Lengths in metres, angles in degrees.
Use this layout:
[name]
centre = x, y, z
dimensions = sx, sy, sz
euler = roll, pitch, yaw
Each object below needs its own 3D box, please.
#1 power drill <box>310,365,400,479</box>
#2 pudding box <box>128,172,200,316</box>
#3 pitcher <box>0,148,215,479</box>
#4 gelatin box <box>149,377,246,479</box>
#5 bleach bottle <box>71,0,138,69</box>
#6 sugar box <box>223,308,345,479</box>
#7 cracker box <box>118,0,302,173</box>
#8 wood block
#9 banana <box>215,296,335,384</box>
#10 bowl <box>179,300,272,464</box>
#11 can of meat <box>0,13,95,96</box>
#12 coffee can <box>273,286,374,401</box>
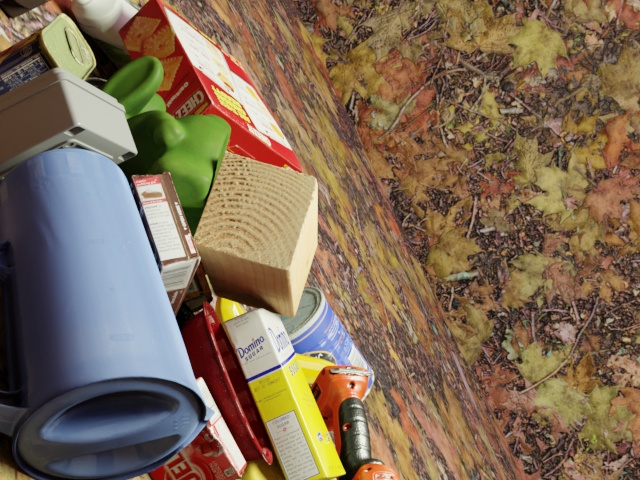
[power drill]
centre = 0.024, 0.244, 1.146
dimensions = 0.057, 0.185, 0.187
euler = 7, 46, -23
[pudding box]
centre = -0.143, 0.009, 0.912
dimensions = 0.090, 0.039, 0.114
euler = 67, -31, 24
[pitcher]
centre = -0.183, 0.046, 0.788
dimensions = 0.149, 0.145, 0.243
euler = 68, 0, -52
[gelatin box]
centre = -0.115, 0.171, 0.902
dimensions = 0.089, 0.073, 0.030
euler = 63, 14, -4
[bleach bottle]
centre = -0.217, -0.232, 1.304
dimensions = 0.068, 0.103, 0.250
euler = -63, 143, -16
[sugar box]
centre = -0.034, 0.156, 1.049
dimensions = 0.093, 0.048, 0.176
euler = 40, 28, -75
[cracker box]
centre = -0.127, -0.158, 1.209
dimensions = 0.164, 0.072, 0.214
euler = 33, 21, -47
[wood block]
centre = -0.056, 0.002, 1.026
dimensions = 0.206, 0.090, 0.091
euler = 90, 17, -74
[banana]
centre = -0.059, 0.122, 1.248
dimensions = 0.197, 0.069, 0.037
euler = 44, -9, -24
[bowl]
centre = -0.099, 0.139, 0.979
dimensions = 0.162, 0.055, 0.162
euler = 159, -91, -88
[can of meat]
centre = -0.259, -0.153, 0.963
dimensions = 0.057, 0.084, 0.102
euler = 58, 13, -21
[coffee can]
centre = -0.009, 0.143, 1.354
dimensions = 0.140, 0.103, 0.103
euler = 57, 13, -26
